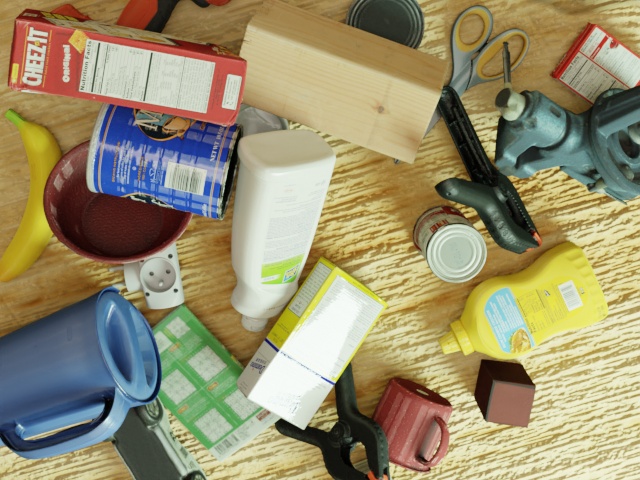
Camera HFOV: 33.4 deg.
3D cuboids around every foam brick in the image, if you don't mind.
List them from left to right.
[{"bbox_3d":[0.213,0.176,1.239,0.053,0.078,0.051,8,102,-2],"label":"foam brick"}]

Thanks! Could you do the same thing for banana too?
[{"bbox_3d":[-0.321,-0.045,1.191,0.070,0.037,0.198,10,101,13],"label":"banana"}]

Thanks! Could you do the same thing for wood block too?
[{"bbox_3d":[0.019,-0.169,1.123,0.206,0.090,0.091,20,124,0],"label":"wood block"}]

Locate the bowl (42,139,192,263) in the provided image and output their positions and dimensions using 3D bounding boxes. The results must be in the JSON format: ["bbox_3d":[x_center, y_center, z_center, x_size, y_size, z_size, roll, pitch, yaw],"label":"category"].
[{"bbox_3d":[-0.217,-0.035,1.162,0.162,0.055,0.162,2,62,-5],"label":"bowl"}]

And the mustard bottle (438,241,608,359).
[{"bbox_3d":[0.226,0.083,1.228,0.191,0.058,0.096,-26,104,3],"label":"mustard bottle"}]

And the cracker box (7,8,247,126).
[{"bbox_3d":[-0.189,-0.170,1.044,0.213,0.164,0.072,8,103,-14],"label":"cracker box"}]

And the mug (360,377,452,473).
[{"bbox_3d":[0.107,0.215,1.227,0.093,0.117,0.081,20,96,-32],"label":"mug"}]

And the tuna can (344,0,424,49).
[{"bbox_3d":[0.069,-0.234,1.164,0.086,0.034,0.086,0,102,-2],"label":"tuna can"}]

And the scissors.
[{"bbox_3d":[0.139,-0.181,1.188,0.202,0.016,0.096,-36,100,5],"label":"scissors"}]

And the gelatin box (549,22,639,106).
[{"bbox_3d":[0.313,-0.188,1.187,0.089,0.030,0.073,33,100,-10],"label":"gelatin box"}]

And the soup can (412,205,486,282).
[{"bbox_3d":[0.142,0.003,1.185,0.068,0.102,0.068,0,102,-2],"label":"soup can"}]

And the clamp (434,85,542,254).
[{"bbox_3d":[0.180,-0.049,1.159,0.036,0.164,0.210,-23,122,28],"label":"clamp"}]

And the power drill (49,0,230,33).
[{"bbox_3d":[-0.204,-0.276,1.131,0.184,0.057,0.188,44,97,-11],"label":"power drill"}]

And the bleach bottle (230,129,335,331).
[{"bbox_3d":[-0.058,0.001,1.155,0.102,0.068,0.251,-11,135,-31],"label":"bleach bottle"}]

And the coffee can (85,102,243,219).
[{"bbox_3d":[-0.159,-0.086,1.104,0.140,0.103,0.103,13,102,0],"label":"coffee can"}]

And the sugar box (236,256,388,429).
[{"bbox_3d":[-0.010,0.116,1.205,0.093,0.048,0.176,36,91,-32],"label":"sugar box"}]

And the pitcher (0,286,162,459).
[{"bbox_3d":[-0.306,0.158,1.165,0.243,0.149,0.145,-21,91,14],"label":"pitcher"}]

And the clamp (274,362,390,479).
[{"bbox_3d":[0.030,0.211,1.213,0.039,0.172,0.120,24,100,-51],"label":"clamp"}]
